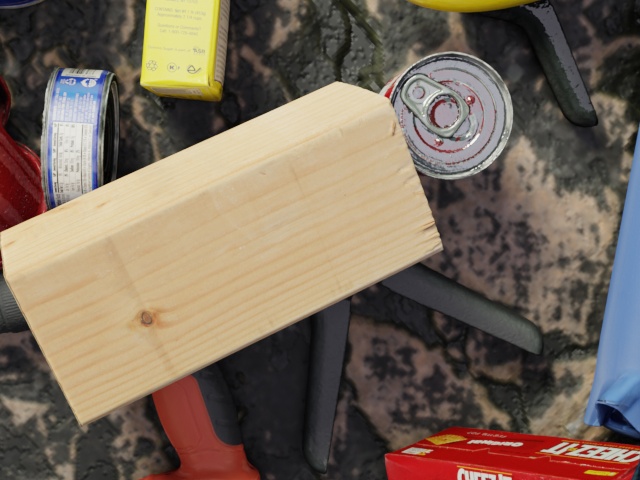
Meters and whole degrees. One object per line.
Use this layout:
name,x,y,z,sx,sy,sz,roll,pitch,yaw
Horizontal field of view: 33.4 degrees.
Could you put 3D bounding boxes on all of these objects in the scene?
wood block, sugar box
wood block,-0.054,0.001,0.566,0.206,0.090,0.091,-25,110,-10
sugar box,-0.072,-0.171,0.608,0.048,0.093,0.176,2,93,-3

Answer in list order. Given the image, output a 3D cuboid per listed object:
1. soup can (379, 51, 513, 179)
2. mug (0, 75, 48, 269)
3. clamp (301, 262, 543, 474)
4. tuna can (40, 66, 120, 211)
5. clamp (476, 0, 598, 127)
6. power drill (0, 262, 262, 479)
soup can,0.066,-0.070,0.617,0.068,0.102,0.068,0,94,-3
mug,-0.206,-0.047,0.605,0.093,0.081,0.117,13,70,13
clamp,0.015,0.029,0.655,0.164,0.036,0.210,-36,93,0
tuna can,-0.137,-0.057,0.617,0.033,0.086,0.086,3,94,-5
clamp,0.141,-0.166,0.645,0.171,0.039,0.120,43,90,-5
power drill,-0.118,0.089,0.643,0.184,0.057,0.187,-12,95,-2
